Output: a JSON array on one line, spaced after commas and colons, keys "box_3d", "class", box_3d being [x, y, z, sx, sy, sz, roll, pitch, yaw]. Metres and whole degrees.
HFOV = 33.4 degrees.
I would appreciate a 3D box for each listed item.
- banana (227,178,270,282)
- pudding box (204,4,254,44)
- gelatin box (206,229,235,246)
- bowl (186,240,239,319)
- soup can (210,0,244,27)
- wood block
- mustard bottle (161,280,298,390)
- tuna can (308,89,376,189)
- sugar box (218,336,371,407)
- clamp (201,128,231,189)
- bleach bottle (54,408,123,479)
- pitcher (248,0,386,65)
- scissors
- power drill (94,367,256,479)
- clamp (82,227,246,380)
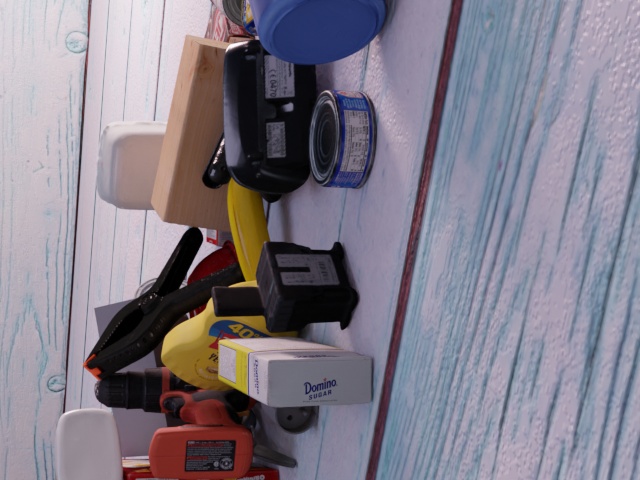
[{"box_3d": [-0.068, -0.007, 1.136, 0.037, 0.069, 0.198, -22, 64, 24], "class": "banana"}, {"box_3d": [-0.119, -0.243, 1.341, 0.114, 0.039, 0.090, 112, 152, -46], "class": "pudding box"}, {"box_3d": [-0.123, -0.038, 1.354, 0.073, 0.030, 0.089, -168, 80, -73], "class": "gelatin box"}, {"box_3d": [-0.122, 0.083, 1.259, 0.162, 0.055, 0.162, 171, 90, -74], "class": "bowl"}, {"box_3d": [-0.090, -0.284, 1.211, 0.102, 0.068, 0.068, -126, 41, -61], "class": "soup can"}, {"box_3d": [-0.128, -0.124, 1.237, 0.090, 0.090, 0.206, -136, 57, -65], "class": "wood block"}, {"box_3d": [-0.077, 0.089, 1.085, 0.192, 0.096, 0.058, -39, 33, 42], "class": "mustard bottle"}, {"box_3d": [0.017, -0.088, 0.930, 0.086, 0.033, 0.086, -179, 90, -72], "class": "tuna can"}, {"box_3d": [-0.027, 0.116, 0.955, 0.176, 0.093, 0.048, -172, 83, -72], "class": "sugar box"}, {"box_3d": [-0.083, -0.129, 1.139, 0.171, 0.039, 0.120, -67, 15, 6], "class": "clamp"}, {"box_3d": [-0.269, 0.281, 1.198, 0.251, 0.068, 0.102, 115, 149, -54], "class": "bleach bottle"}, {"box_3d": [-0.011, -0.281, 0.910, 0.149, 0.145, 0.243, 101, 159, -63], "class": "pitcher"}, {"box_3d": [-0.072, 0.216, 1.178, 0.202, 0.096, 0.016, -9, 115, 44], "class": "scissors"}, {"box_3d": [-0.150, 0.187, 1.145, 0.188, 0.184, 0.057, -121, 33, -69], "class": "power drill"}, {"box_3d": [-0.182, 0.071, 1.199, 0.036, 0.210, 0.165, 50, 178, -28], "class": "clamp"}]
